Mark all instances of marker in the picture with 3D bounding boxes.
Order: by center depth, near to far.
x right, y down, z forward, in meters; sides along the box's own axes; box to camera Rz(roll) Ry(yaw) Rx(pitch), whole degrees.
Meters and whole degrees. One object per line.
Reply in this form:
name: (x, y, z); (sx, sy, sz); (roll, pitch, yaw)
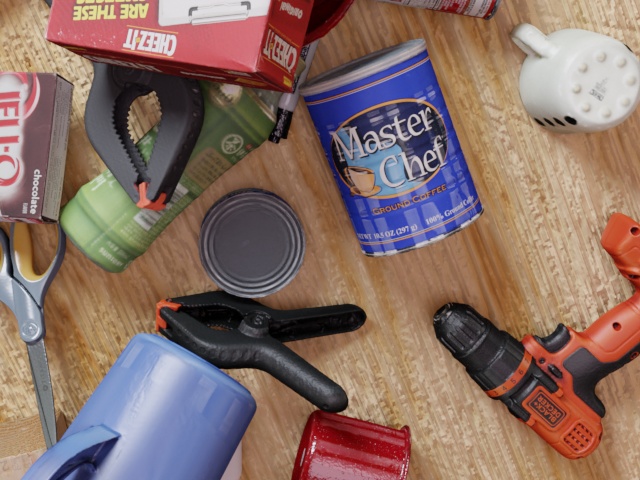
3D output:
marker: (-0.018, -0.135, 0.846); (0.020, 0.020, 0.121); (18, 99, -9)

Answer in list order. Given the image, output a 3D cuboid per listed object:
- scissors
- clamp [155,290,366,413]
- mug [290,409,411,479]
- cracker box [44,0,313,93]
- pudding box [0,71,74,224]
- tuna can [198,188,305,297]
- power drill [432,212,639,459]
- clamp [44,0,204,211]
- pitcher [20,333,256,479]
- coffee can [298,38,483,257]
scissors: (-0.241, 0.063, 0.827); (0.096, 0.016, 0.202); (0, 77, 7)
clamp: (-0.044, 0.073, 0.858); (0.171, 0.120, 0.039); (19, 120, 9)
mug: (0.020, 0.196, 0.888); (0.081, 0.093, 0.117); (16, 136, -4)
cracker box: (-0.076, -0.217, 0.711); (0.164, 0.072, 0.214); (13, 89, 23)
pudding box: (-0.238, -0.070, 0.802); (0.090, 0.039, 0.113); (3, 86, 13)
tuna can: (-0.056, 0.001, 0.862); (0.086, 0.034, 0.086); (-1, 101, -5)
power drill: (0.210, 0.068, 0.891); (0.184, 0.057, 0.188); (42, 97, -15)
clamp: (-0.141, -0.127, 0.783); (0.165, 0.036, 0.210); (-1, 87, 21)
pitcher: (-0.152, 0.188, 0.758); (0.145, 0.149, 0.242); (34, 76, -14)
coffee can: (0.055, -0.072, 0.823); (0.103, 0.103, 0.140); (-22, 103, -1)
